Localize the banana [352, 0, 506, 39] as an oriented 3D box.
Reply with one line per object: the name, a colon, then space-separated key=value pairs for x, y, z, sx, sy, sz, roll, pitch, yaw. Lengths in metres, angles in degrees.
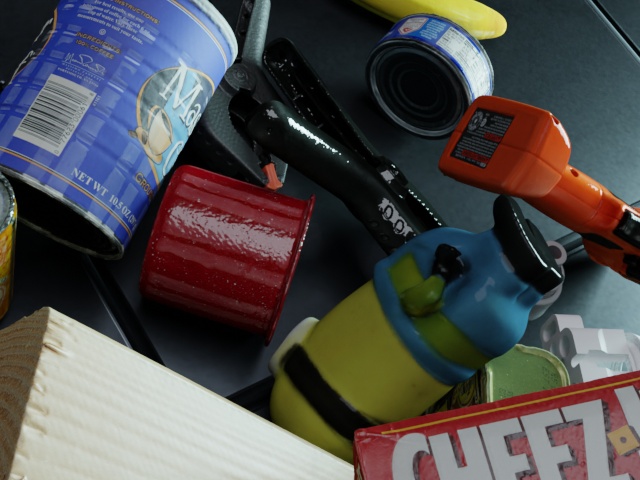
banana: x=0.050 y=-0.202 z=0.817 sx=0.198 sy=0.037 sz=0.069 roll=33 pitch=55 yaw=3

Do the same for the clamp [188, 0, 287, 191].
clamp: x=-0.057 y=-0.107 z=0.712 sx=0.120 sy=0.039 sz=0.171 roll=-20 pitch=80 yaw=-36

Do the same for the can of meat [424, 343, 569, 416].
can of meat: x=0.100 y=0.119 z=0.602 sx=0.057 sy=0.084 sz=0.102 roll=12 pitch=56 yaw=-12

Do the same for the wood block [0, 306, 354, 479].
wood block: x=-0.072 y=0.123 z=0.478 sx=0.205 sy=0.090 sz=0.091 roll=35 pitch=46 yaw=-35

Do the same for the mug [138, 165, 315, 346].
mug: x=-0.054 y=0.001 z=0.628 sx=0.081 sy=0.093 sz=0.117 roll=18 pitch=24 yaw=-3

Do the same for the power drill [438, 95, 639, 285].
power drill: x=0.176 y=-0.014 z=0.647 sx=0.187 sy=0.185 sz=0.057 roll=30 pitch=90 yaw=-23

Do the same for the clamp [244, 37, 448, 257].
clamp: x=0.030 y=-0.039 z=0.671 sx=0.209 sy=0.036 sz=0.164 roll=43 pitch=19 yaw=-23

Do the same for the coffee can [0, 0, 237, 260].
coffee can: x=-0.123 y=-0.074 z=0.602 sx=0.103 sy=0.103 sz=0.140 roll=27 pitch=73 yaw=-1

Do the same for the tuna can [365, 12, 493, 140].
tuna can: x=0.074 y=-0.112 z=0.739 sx=0.086 sy=0.086 sz=0.033 roll=37 pitch=56 yaw=5
